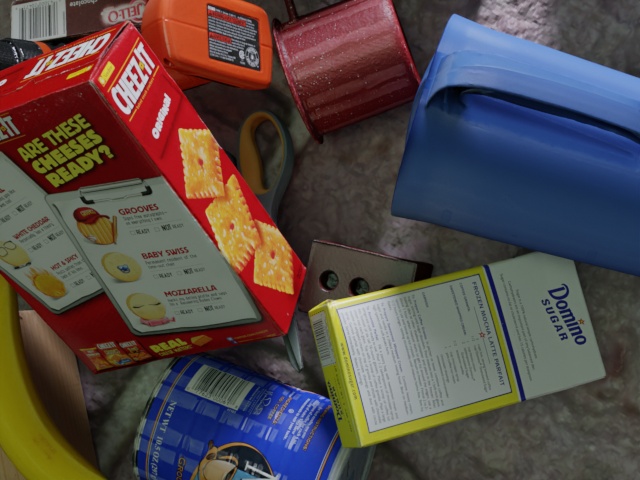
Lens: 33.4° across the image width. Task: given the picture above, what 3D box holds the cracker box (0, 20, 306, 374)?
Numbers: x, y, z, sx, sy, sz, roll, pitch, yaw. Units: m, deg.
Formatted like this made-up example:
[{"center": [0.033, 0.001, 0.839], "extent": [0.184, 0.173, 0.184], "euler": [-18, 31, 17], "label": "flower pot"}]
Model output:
[{"center": [-0.132, -0.017, 0.678], "extent": [0.164, 0.072, 0.213], "euler": [-14, 128, 28], "label": "cracker box"}]

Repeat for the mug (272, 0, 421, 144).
[{"center": [0.017, -0.134, 0.733], "extent": [0.081, 0.093, 0.117], "euler": [-19, 108, 9], "label": "mug"}]

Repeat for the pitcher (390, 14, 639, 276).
[{"center": [0.172, -0.047, 0.653], "extent": [0.243, 0.149, 0.145], "euler": [17, 123, 8], "label": "pitcher"}]

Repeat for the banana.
[{"center": [-0.196, 0.107, 0.726], "extent": [0.069, 0.037, 0.198], "euler": [-33, 84, -5], "label": "banana"}]

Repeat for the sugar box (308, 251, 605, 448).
[{"center": [0.089, 0.067, 0.689], "extent": [0.176, 0.048, 0.093], "euler": [-11, 83, -20], "label": "sugar box"}]

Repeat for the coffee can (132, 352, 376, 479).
[{"center": [-0.043, 0.145, 0.735], "extent": [0.140, 0.102, 0.103], "euler": [18, 93, 16], "label": "coffee can"}]

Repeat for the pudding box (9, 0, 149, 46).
[{"center": [-0.157, -0.156, 0.787], "extent": [0.114, 0.090, 0.039], "euler": [-3, 84, 17], "label": "pudding box"}]

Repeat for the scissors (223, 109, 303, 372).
[{"center": [-0.055, 0.001, 0.762], "extent": [0.096, 0.016, 0.202], "euler": [-11, 67, 25], "label": "scissors"}]

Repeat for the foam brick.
[{"center": [0.032, 0.033, 0.745], "extent": [0.078, 0.051, 0.053], "euler": [12, 91, 16], "label": "foam brick"}]

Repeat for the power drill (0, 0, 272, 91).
[{"center": [-0.140, -0.120, 0.708], "extent": [0.188, 0.184, 0.057], "euler": [-6, 86, 38], "label": "power drill"}]

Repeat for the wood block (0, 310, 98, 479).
[{"center": [-0.227, 0.161, 0.793], "extent": [0.090, 0.090, 0.206], "euler": [-14, 84, 15], "label": "wood block"}]
